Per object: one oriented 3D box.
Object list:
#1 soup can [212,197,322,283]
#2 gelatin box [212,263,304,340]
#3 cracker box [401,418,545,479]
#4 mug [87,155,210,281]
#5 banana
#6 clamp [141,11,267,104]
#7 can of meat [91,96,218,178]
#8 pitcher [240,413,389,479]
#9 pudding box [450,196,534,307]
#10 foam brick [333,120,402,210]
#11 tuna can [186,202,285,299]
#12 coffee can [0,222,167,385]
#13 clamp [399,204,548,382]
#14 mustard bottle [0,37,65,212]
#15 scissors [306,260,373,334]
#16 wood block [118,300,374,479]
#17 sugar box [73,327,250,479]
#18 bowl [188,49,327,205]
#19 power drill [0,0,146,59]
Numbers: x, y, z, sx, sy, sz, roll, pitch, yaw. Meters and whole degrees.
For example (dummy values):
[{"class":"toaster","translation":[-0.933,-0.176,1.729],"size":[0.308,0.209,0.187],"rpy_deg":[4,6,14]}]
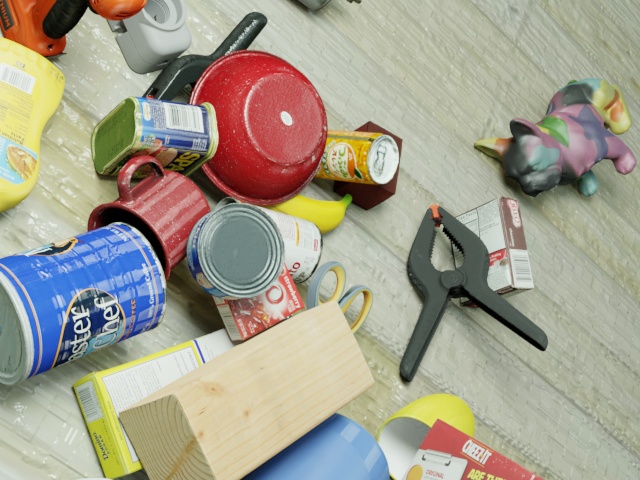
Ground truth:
[{"class":"soup can","translation":[-0.057,0.001,1.078],"size":[0.102,0.069,0.068],"rpy_deg":[16,63,-34]},{"class":"gelatin box","translation":[-0.066,0.039,1.005],"size":[0.073,0.030,0.089],"rpy_deg":[-27,98,-28]},{"class":"cracker box","translation":[0.119,0.293,0.983],"size":[0.072,0.164,0.213],"rpy_deg":[33,84,-27]},{"class":"mug","translation":[-0.157,-0.023,0.986],"size":[0.081,0.093,0.117],"rpy_deg":[-46,132,-46]},{"class":"banana","translation":[-0.045,-0.051,1.133],"size":[0.197,0.037,0.069],"rpy_deg":[25,37,-32]},{"class":"clamp","translation":[-0.111,-0.169,1.096],"size":[0.171,0.039,0.120],"rpy_deg":[-19,114,-43]},{"class":"can of meat","translation":[-0.159,-0.095,1.013],"size":[0.083,0.102,0.057],"rpy_deg":[4,69,-36]},{"class":"pitcher","translation":[-0.036,0.273,0.956],"size":[0.145,0.149,0.242],"rpy_deg":[44,46,2]},{"class":"pudding box","translation":[0.200,0.015,1.267],"size":[0.039,0.090,0.113],"rpy_deg":[7,69,-35]},{"class":"foam brick","translation":[0.054,-0.085,1.214],"size":[0.053,0.051,0.078],"rpy_deg":[26,58,-28]},{"class":"tuna can","translation":[-0.077,0.011,0.965],"size":[0.086,0.034,0.086],"rpy_deg":[5,80,-28]},{"class":"coffee can","translation":[-0.216,0.051,0.904],"size":[0.140,0.103,0.103],"rpy_deg":[-20,86,-42]},{"class":"clamp","translation":[0.163,0.053,1.210],"size":[0.036,0.164,0.210],"rpy_deg":[72,12,-61]},{"class":"mustard bottle","translation":[-0.290,-0.082,0.928],"size":[0.096,0.058,0.191],"rpy_deg":[26,58,-31]},{"class":"scissors","translation":[-0.017,0.099,1.068],"size":[0.201,0.016,0.096],"rpy_deg":[-43,123,-31]},{"class":"wood block","translation":[-0.060,0.139,0.944],"size":[0.205,0.091,0.090],"rpy_deg":[-27,93,-45]},{"class":"sugar box","translation":[-0.129,0.144,0.977],"size":[0.175,0.048,0.093],"rpy_deg":[-15,83,-46]},{"class":"bowl","translation":[-0.049,-0.118,1.071],"size":[0.161,0.055,0.162],"rpy_deg":[3,84,-32]},{"class":"power drill","translation":[-0.237,-0.258,0.957],"size":[0.057,0.188,0.184],"rpy_deg":[-14,83,-40]}]
